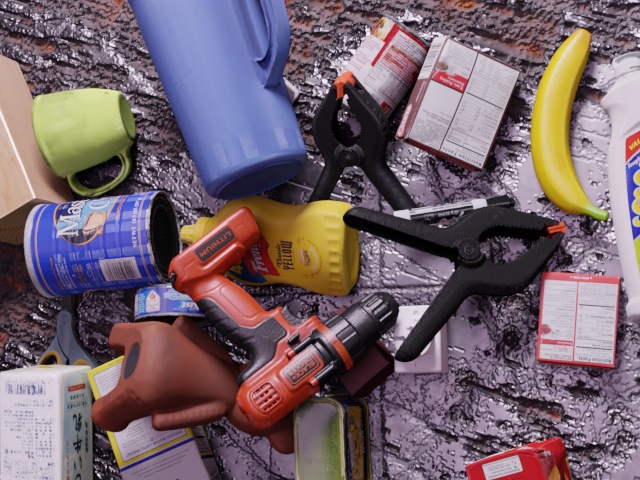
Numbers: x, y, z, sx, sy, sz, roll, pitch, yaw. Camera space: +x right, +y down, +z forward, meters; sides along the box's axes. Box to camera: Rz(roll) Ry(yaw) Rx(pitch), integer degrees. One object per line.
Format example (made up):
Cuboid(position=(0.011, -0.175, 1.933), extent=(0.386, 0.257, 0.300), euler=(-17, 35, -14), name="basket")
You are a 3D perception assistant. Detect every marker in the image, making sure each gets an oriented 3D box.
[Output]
Cuboid(position=(0.134, -0.029, 1.068), extent=(0.121, 0.020, 0.020), euler=(-9, 79, 2), name="marker")

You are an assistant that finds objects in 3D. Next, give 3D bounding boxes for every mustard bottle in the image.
Cuboid(position=(-0.057, 0.002, 1.113), extent=(0.192, 0.058, 0.096), euler=(6, 118, 20), name="mustard bottle")

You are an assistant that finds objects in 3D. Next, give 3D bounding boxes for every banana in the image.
Cuboid(position=(0.240, -0.109, 1.049), extent=(0.070, 0.037, 0.198), euler=(-6, 79, 17), name="banana")

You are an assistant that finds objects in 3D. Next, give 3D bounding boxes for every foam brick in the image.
Cuboid(position=(0.033, 0.113, 1.078), extent=(0.051, 0.053, 0.078), euler=(-42, 72, 8), name="foam brick")

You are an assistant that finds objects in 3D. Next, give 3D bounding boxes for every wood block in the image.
Cuboid(position=(-0.372, -0.109, 1.225), extent=(0.090, 0.090, 0.206), euler=(-29, 75, 13), name="wood block")

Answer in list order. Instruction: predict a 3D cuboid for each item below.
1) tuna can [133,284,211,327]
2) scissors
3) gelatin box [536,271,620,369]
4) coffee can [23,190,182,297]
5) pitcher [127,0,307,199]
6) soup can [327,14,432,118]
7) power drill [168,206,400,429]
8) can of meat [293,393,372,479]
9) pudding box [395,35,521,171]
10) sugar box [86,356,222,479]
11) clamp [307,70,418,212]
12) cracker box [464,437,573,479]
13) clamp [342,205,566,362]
Cuboid(position=(-0.154, 0.070, 1.128), extent=(0.086, 0.086, 0.034), euler=(-5, 76, 17), name="tuna can")
Cuboid(position=(-0.271, 0.100, 1.201), extent=(0.096, 0.016, 0.202), euler=(16, 87, 18), name="scissors")
Cuboid(position=(0.248, 0.077, 1.024), extent=(0.073, 0.030, 0.089), euler=(3, 83, 17), name="gelatin box")
Cuboid(position=(-0.231, 0.005, 1.148), extent=(0.140, 0.102, 0.103), euler=(-6, 80, 12), name="coffee can")
Cuboid(position=(-0.094, -0.173, 1.066), extent=(0.145, 0.149, 0.243), euler=(-20, 79, -4), name="pitcher")
Cuboid(position=(0.062, -0.172, 1.101), extent=(0.068, 0.068, 0.102), euler=(38, 95, 19), name="soup can")
Cuboid(position=(-0.041, 0.060, 1.029), extent=(0.184, 0.057, 0.188), euler=(-37, 76, -15), name="power drill")
Cuboid(position=(0.011, 0.203, 1.055), extent=(0.057, 0.083, 0.102), euler=(-5, 81, 17), name="can of meat")
Cuboid(position=(0.138, -0.136, 1.066), extent=(0.090, 0.039, 0.113), euler=(22, 91, -16), name="pudding box")
Cuboid(position=(-0.175, 0.205, 1.138), extent=(0.093, 0.048, 0.176), euler=(-25, 78, 11), name="sugar box")
Cuboid(position=(0.025, -0.084, 1.081), extent=(0.120, 0.039, 0.171), euler=(-9, 114, 17), name="clamp")
Cuboid(position=(0.205, 0.286, 0.937), extent=(0.072, 0.164, 0.214), euler=(-20, 76, 17), name="cracker box")
Cuboid(position=(0.138, 0.027, 1.020), extent=(0.210, 0.036, 0.164), euler=(-8, 64, -7), name="clamp")
